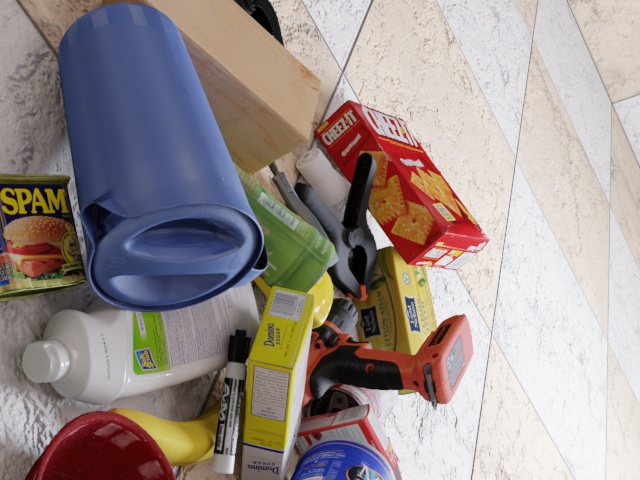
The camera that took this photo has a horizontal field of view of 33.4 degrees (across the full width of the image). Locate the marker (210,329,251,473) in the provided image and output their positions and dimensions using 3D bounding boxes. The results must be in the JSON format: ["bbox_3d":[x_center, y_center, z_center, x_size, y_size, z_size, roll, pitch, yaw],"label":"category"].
[{"bbox_3d":[-0.076,0.136,0.905,0.020,0.020,0.121,22,73,-57],"label":"marker"}]

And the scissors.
[{"bbox_3d":[-0.040,-0.051,1.180,0.202,0.016,0.096,57,-15,16],"label":"scissors"}]

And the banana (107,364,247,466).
[{"bbox_3d":[-0.115,0.158,0.910,0.197,0.037,0.069,-11,78,-63],"label":"banana"}]

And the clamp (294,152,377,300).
[{"bbox_3d":[0.035,-0.016,1.242,0.120,0.039,0.171,-32,122,-27],"label":"clamp"}]

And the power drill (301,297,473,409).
[{"bbox_3d":[0.057,0.112,1.095,0.184,0.188,0.057,-52,132,-54],"label":"power drill"}]

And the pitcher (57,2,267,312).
[{"bbox_3d":[-0.132,-0.070,0.861,0.149,0.145,0.243,94,-20,-54],"label":"pitcher"}]

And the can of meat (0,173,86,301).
[{"bbox_3d":[-0.222,-0.001,0.779,0.101,0.058,0.084,-5,81,-63],"label":"can of meat"}]

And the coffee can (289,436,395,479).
[{"bbox_3d":[0.009,0.258,0.985,0.140,0.103,0.103,-51,120,-70],"label":"coffee can"}]

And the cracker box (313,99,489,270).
[{"bbox_3d":[0.107,-0.067,1.340,0.214,0.072,0.164,57,21,20],"label":"cracker box"}]

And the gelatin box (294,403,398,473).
[{"bbox_3d":[0.024,0.209,1.079,0.073,0.089,0.030,62,28,-20],"label":"gelatin box"}]

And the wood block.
[{"bbox_3d":[-0.106,-0.167,1.006,0.206,0.090,0.090,39,42,-29],"label":"wood block"}]

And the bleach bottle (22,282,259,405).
[{"bbox_3d":[-0.145,0.072,0.875,0.250,0.068,0.102,-7,81,-60],"label":"bleach bottle"}]

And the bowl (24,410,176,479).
[{"bbox_3d":[-0.166,0.206,0.762,0.162,0.055,0.162,39,42,-47],"label":"bowl"}]

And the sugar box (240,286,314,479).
[{"bbox_3d":[-0.040,0.136,0.957,0.093,0.048,0.176,-72,174,-49],"label":"sugar box"}]

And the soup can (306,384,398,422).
[{"bbox_3d":[0.036,0.176,1.146,0.102,0.069,0.068,-25,97,-63],"label":"soup can"}]
